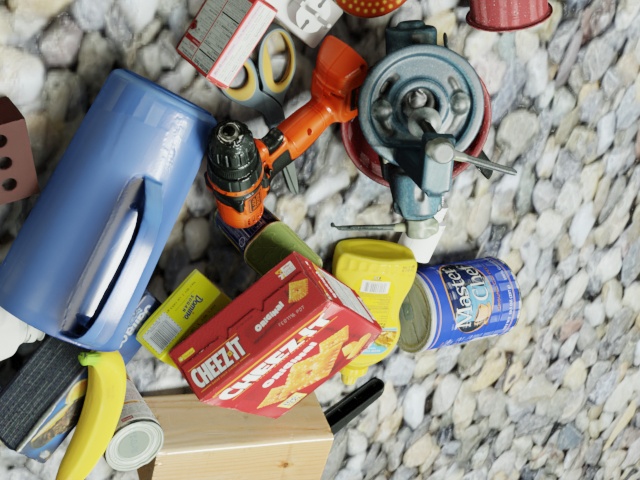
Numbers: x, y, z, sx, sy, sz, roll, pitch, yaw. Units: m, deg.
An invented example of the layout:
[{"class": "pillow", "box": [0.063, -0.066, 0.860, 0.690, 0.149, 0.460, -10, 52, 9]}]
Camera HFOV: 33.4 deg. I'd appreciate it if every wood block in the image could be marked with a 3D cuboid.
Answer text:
[{"class": "wood block", "box": [-0.102, 0.234, 1.225, 0.205, 0.090, 0.091, 0, 127, -23]}]

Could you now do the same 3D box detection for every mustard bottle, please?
[{"class": "mustard bottle", "box": [0.050, 0.093, 1.281, 0.096, 0.058, 0.192, 5, 119, -11]}]

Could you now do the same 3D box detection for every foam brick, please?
[{"class": "foam brick", "box": [-0.287, -0.078, 0.945, 0.052, 0.051, 0.078, -20, 128, -23]}]

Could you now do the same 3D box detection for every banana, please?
[{"class": "banana", "box": [-0.224, 0.166, 1.044, 0.069, 0.037, 0.198, -22, 139, -42]}]

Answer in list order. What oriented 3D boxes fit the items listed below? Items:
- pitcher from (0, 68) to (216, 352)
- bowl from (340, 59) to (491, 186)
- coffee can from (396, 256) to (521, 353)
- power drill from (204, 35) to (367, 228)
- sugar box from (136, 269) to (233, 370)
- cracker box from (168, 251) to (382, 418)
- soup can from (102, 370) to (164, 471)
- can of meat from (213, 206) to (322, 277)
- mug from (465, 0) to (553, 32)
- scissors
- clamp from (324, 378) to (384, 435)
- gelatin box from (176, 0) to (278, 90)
[{"class": "pitcher", "box": [-0.189, -0.026, 0.973, 0.243, 0.149, 0.145, -62, 168, 5]}, {"class": "bowl", "box": [0.099, -0.137, 1.145, 0.162, 0.055, 0.162, -2, 120, -4]}, {"class": "coffee can", "box": [0.163, 0.078, 1.323, 0.140, 0.103, 0.103, -8, 123, -31]}, {"class": "power drill", "box": [-0.036, -0.108, 1.020, 0.187, 0.057, 0.184, -45, 168, -16]}, {"class": "sugar box", "box": [-0.121, 0.099, 1.135, 0.093, 0.048, 0.176, -47, 156, -4]}, {"class": "cracker box", "box": [-0.037, 0.107, 1.114, 0.164, 0.072, 0.213, -39, 159, 6]}, {"class": "soup can", "box": [-0.216, 0.188, 1.138, 0.068, 0.102, 0.068, -18, 128, -24]}, {"class": "can of meat", "box": [-0.057, 0.001, 1.133, 0.057, 0.084, 0.102, -46, 134, 0]}, {"class": "mug", "box": [0.201, -0.281, 1.127, 0.117, 0.093, 0.081, -48, 138, -43]}, {"class": "scissors", "box": [-0.063, -0.124, 1.093, 0.096, 0.016, 0.202, -14, 127, -24]}, {"class": "clamp", "box": [-0.010, 0.250, 1.366, 0.164, 0.036, 0.210, 10, 109, -38]}, {"class": "gelatin box", "box": [-0.088, -0.193, 0.989, 0.030, 0.073, 0.089, 25, 104, -42]}]
